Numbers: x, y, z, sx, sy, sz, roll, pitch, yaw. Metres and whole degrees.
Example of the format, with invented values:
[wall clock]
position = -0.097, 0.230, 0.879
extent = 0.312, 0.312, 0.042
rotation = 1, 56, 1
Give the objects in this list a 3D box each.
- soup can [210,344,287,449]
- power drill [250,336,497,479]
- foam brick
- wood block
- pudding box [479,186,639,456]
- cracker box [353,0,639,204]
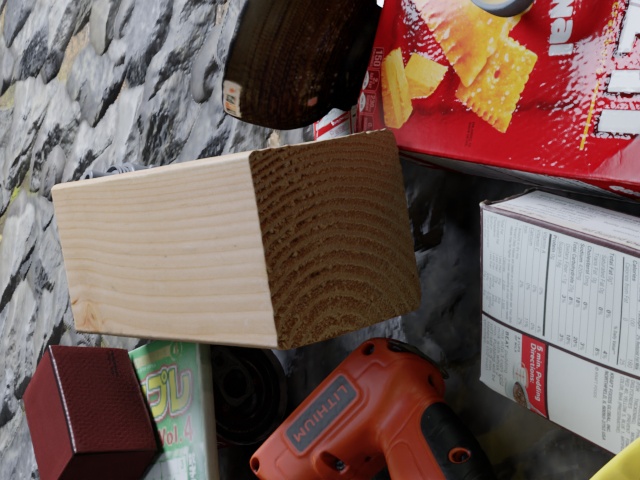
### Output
[soup can]
position = -0.077, 0.101, 0.679
extent = 0.102, 0.068, 0.068
rotation = -23, 62, 49
[power drill]
position = 0.039, 0.149, 0.482
extent = 0.184, 0.057, 0.188
rotation = -46, 45, 8
[foam brick]
position = -0.137, 0.107, 0.630
extent = 0.051, 0.052, 0.078
rotation = -56, 43, 33
[wood block]
position = -0.053, 0.001, 0.568
extent = 0.207, 0.090, 0.091
rotation = -3, 98, 53
[pudding box]
position = 0.114, 0.034, 0.440
extent = 0.114, 0.039, 0.090
rotation = 23, 120, 52
[cracker box]
position = 0.115, -0.105, 0.475
extent = 0.214, 0.072, 0.164
rotation = 17, 94, 54
